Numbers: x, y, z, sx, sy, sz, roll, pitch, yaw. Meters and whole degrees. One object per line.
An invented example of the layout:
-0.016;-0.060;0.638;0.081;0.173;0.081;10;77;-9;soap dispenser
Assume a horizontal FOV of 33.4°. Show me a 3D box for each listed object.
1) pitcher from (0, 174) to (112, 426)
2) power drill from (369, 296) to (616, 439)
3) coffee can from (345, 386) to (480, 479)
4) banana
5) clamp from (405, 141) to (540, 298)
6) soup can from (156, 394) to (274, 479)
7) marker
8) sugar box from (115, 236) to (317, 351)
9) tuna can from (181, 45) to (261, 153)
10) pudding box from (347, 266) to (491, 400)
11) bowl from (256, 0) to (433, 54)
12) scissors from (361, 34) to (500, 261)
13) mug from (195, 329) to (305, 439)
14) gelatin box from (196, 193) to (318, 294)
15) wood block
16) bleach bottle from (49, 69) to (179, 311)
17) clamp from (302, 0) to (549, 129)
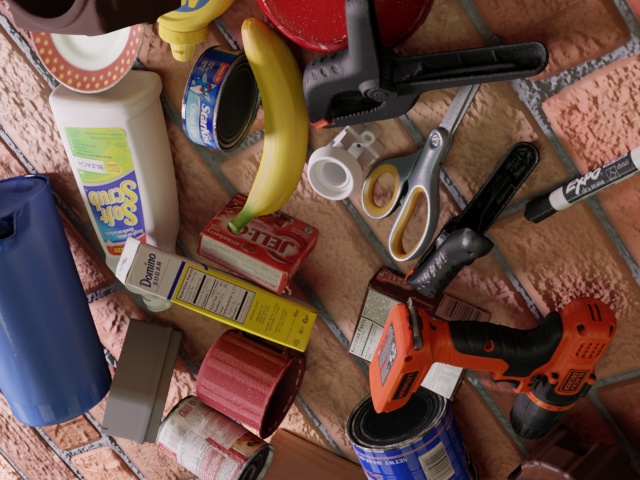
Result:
-0.305;0.061;1.096;0.145;0.149;0.243;-8;113;20;pitcher
0.141;0.113;0.919;0.187;0.057;0.185;2;137;-12;power drill
0.096;0.220;1.033;0.103;0.102;0.140;-8;119;31;coffee can
-0.039;-0.097;0.897;0.037;0.069;0.198;28;128;32;banana
0.112;0.004;0.862;0.039;0.120;0.172;37;136;5;clamp
-0.107;0.210;1.084;0.102;0.068;0.068;29;133;22;soup can
0.210;-0.043;0.838;0.121;0.020;0.020;-30;106;39;marker
-0.097;0.048;0.979;0.176;0.048;0.093;20;178;-16;sugar box
-0.081;-0.118;0.889;0.034;0.086;0.086;18;130;17;tuna can
0.089;0.086;0.983;0.113;0.039;0.090;25;132;11;pudding box
0.005;-0.202;0.805;0.162;0.055;0.162;14;129;18;bowl
0.083;-0.081;0.872;0.096;0.016;0.202;34;117;44;scissors
-0.068;0.129;1.070;0.081;0.093;0.117;24;100;16;mug
-0.056;0.001;0.972;0.089;0.073;0.030;25;130;9;gelatin box
0.021;0.299;1.139;0.206;0.090;0.091;24;130;10;wood block
-0.174;-0.037;1.014;0.103;0.068;0.251;6;128;23;bleach bottle
0.041;-0.130;0.803;0.164;0.036;0.210;16;161;-34;clamp
